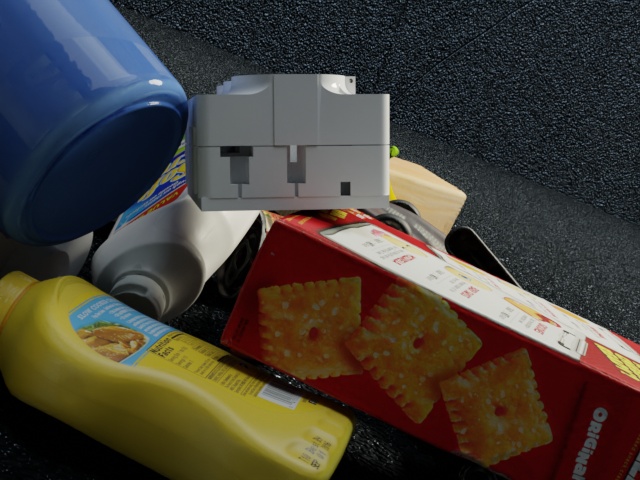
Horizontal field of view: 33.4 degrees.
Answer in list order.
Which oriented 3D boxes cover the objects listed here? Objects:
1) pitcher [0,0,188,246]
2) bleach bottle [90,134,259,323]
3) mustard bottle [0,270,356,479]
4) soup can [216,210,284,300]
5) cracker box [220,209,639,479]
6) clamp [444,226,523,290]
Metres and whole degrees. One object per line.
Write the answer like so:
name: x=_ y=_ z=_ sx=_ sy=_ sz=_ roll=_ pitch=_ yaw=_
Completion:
pitcher: x=-0.187 y=-0.108 z=0.528 sx=0.243 sy=0.149 sz=0.144 roll=47 pitch=29 yaw=16
bleach bottle: x=-0.081 y=-0.018 z=0.682 sx=0.068 sy=0.103 sz=0.250 roll=60 pitch=18 yaw=-20
mustard bottle: x=-0.081 y=0.064 z=0.480 sx=0.191 sy=0.058 sz=0.096 roll=26 pitch=10 yaw=6
soup can: x=-0.015 y=0.023 z=0.770 sx=0.102 sy=0.068 sz=0.069 roll=19 pitch=13 yaw=-26
cracker box: x=0.073 y=0.056 z=0.534 sx=0.214 sy=0.072 sz=0.164 roll=26 pitch=9 yaw=5
clamp: x=0.169 y=0.080 z=0.788 sx=0.209 sy=0.036 sz=0.165 roll=39 pitch=17 yaw=-49
